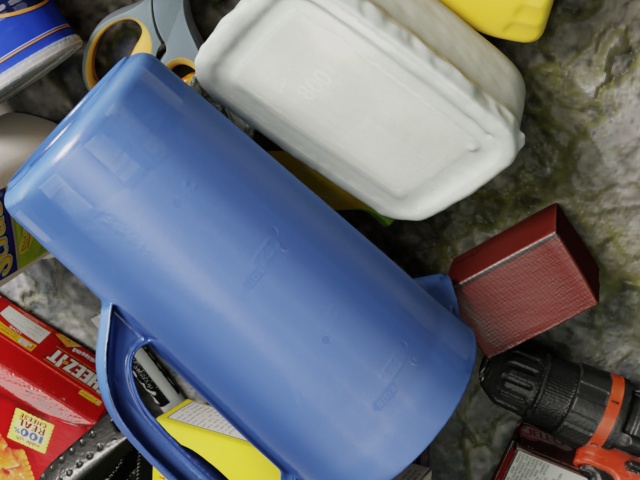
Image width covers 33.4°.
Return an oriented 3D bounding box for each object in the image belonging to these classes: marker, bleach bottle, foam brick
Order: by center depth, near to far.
[{"bbox_3d":[-0.220,0.006,0.604,0.068,0.250,0.103,16,115,7],"label":"bleach bottle"},{"bbox_3d":[0.121,0.023,0.636,0.078,0.053,0.051,-31,102,24],"label":"foam brick"},{"bbox_3d":[-0.116,0.096,0.743,0.020,0.020,0.121,-31,102,23],"label":"marker"}]

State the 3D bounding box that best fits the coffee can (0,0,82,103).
[{"bbox_3d":[-0.221,-0.147,0.624,0.103,0.102,0.140,-28,102,22],"label":"coffee can"}]

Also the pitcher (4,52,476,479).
[{"bbox_3d":[-0.048,0.028,0.562,0.242,0.149,0.145,43,116,-16],"label":"pitcher"}]

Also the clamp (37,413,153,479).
[{"bbox_3d":[-0.171,0.191,0.723,0.036,0.164,0.210,47,126,32],"label":"clamp"}]

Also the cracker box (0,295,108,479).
[{"bbox_3d":[-0.257,0.145,0.769,0.164,0.072,0.214,33,116,0],"label":"cracker box"}]

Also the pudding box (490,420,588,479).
[{"bbox_3d":[0.164,0.181,0.698,0.113,0.039,0.090,23,115,6],"label":"pudding box"}]

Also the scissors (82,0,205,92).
[{"bbox_3d":[-0.071,-0.136,0.615,0.096,0.016,0.202,38,130,-13],"label":"scissors"}]

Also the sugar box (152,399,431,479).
[{"bbox_3d":[-0.022,0.168,0.668,0.176,0.048,0.093,11,107,27],"label":"sugar box"}]
